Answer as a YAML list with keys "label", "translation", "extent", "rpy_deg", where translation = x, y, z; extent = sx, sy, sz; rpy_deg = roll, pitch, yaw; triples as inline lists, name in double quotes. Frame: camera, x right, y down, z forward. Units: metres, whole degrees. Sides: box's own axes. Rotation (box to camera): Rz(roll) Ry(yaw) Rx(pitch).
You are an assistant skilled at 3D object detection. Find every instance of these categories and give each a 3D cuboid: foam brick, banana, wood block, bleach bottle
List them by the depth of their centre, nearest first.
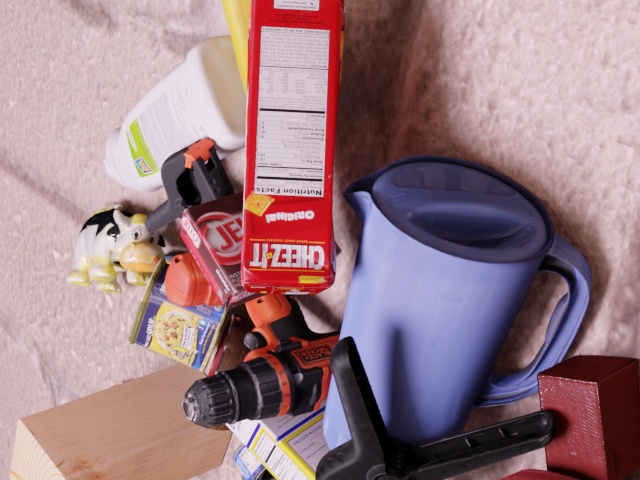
- label: "foam brick"
  translation: [0.190, 0.125, 0.748]
  extent: [0.051, 0.052, 0.078]
  rpy_deg: [2, 103, 48]
- label: "banana"
  translation: [-0.066, -0.193, 0.932]
  extent: [0.037, 0.069, 0.198]
  rpy_deg: [-13, 99, 15]
- label: "bleach bottle"
  translation: [-0.149, -0.111, 1.048]
  extent: [0.251, 0.067, 0.102]
  rpy_deg: [-18, 93, 51]
- label: "wood block"
  translation: [-0.199, 0.208, 1.092]
  extent: [0.091, 0.205, 0.090]
  rpy_deg: [42, 130, 31]

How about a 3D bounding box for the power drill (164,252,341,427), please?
- label: "power drill"
  translation: [-0.065, 0.081, 0.936]
  extent: [0.188, 0.184, 0.057]
  rpy_deg: [49, 135, 39]

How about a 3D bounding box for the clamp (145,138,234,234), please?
- label: "clamp"
  translation: [-0.125, -0.035, 1.012]
  extent: [0.120, 0.039, 0.171]
  rpy_deg: [23, 139, 20]

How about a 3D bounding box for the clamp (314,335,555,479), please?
- label: "clamp"
  translation: [0.064, 0.164, 0.778]
  extent: [0.164, 0.036, 0.210]
  rpy_deg: [17, 130, -2]

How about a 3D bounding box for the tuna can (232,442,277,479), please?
- label: "tuna can"
  translation: [-0.038, 0.194, 1.000]
  extent: [0.034, 0.085, 0.086]
  rpy_deg: [52, 134, 22]

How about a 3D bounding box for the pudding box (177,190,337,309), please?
- label: "pudding box"
  translation: [-0.056, 0.001, 0.939]
  extent: [0.090, 0.113, 0.039]
  rpy_deg: [58, 143, 18]

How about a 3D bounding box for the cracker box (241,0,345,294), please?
- label: "cracker box"
  translation: [-0.022, -0.067, 0.815]
  extent: [0.164, 0.072, 0.214]
  rpy_deg: [120, 151, -85]

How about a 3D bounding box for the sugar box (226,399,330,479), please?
- label: "sugar box"
  translation: [0.002, 0.183, 0.928]
  extent: [0.176, 0.093, 0.048]
  rpy_deg: [42, 131, 22]

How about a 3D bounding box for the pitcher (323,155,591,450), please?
- label: "pitcher"
  translation: [0.086, 0.071, 0.804]
  extent: [0.149, 0.144, 0.243]
  rpy_deg: [51, 139, 42]

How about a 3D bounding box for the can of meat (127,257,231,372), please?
- label: "can of meat"
  translation: [-0.138, 0.077, 1.068]
  extent: [0.084, 0.057, 0.102]
  rpy_deg: [23, 134, -2]
